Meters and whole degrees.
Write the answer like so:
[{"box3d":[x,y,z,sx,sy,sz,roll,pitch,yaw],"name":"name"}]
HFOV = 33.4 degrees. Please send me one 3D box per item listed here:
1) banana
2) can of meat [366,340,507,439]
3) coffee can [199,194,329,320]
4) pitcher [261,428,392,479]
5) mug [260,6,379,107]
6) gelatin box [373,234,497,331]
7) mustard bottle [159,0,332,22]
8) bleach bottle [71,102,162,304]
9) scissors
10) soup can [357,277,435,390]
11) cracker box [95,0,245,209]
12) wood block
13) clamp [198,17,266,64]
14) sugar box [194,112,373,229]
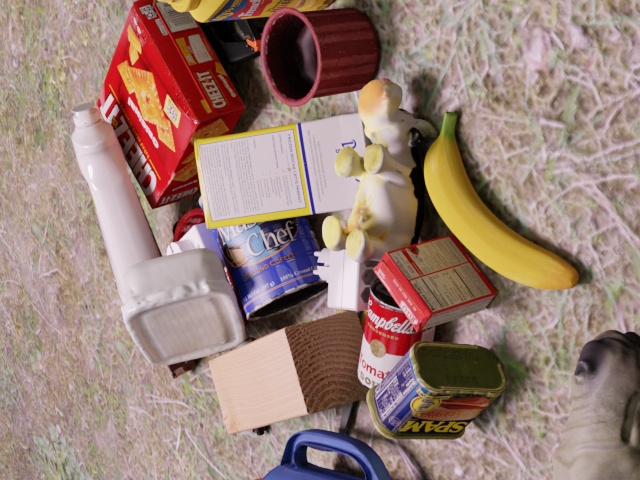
[{"box3d":[0.144,-0.020,0.929,0.198,0.037,0.070,56,138,24],"name":"banana"},{"box3d":[0.107,0.137,0.976,0.084,0.101,0.057,-56,38,42],"name":"can of meat"},{"box3d":[-0.058,0.001,1.144,0.103,0.102,0.140,-38,72,51],"name":"coffee can"},{"box3d":[0.041,0.296,1.101,0.243,0.144,0.149,-4,134,49],"name":"pitcher"},{"box3d":[-0.006,-0.180,1.033,0.117,0.081,0.093,3,104,52],"name":"mug"},{"box3d":[0.103,0.037,0.958,0.073,0.089,0.030,55,139,25],"name":"gelatin box"},{"box3d":[-0.071,-0.242,1.005,0.096,0.191,0.058,-25,81,53],"name":"mustard bottle"},{"box3d":[-0.244,-0.042,1.284,0.103,0.068,0.251,-132,25,-62],"name":"bleach bottle"},{"box3d":[0.030,0.119,1.143,0.096,0.016,0.202,53,138,30],"name":"scissors"},{"box3d":[0.075,0.093,1.032,0.069,0.068,0.102,35,128,41],"name":"soup can"},{"box3d":[-0.181,-0.157,1.238,0.164,0.072,0.214,61,148,13],"name":"cracker box"},{"box3d":[-0.033,0.146,1.153,0.206,0.090,0.091,-30,75,59],"name":"wood block"},{"box3d":[-0.120,-0.265,1.189,0.210,0.036,0.165,32,129,44],"name":"clamp"},{"box3d":[-0.032,-0.069,1.059,0.176,0.048,0.093,-7,96,13],"name":"sugar box"}]
